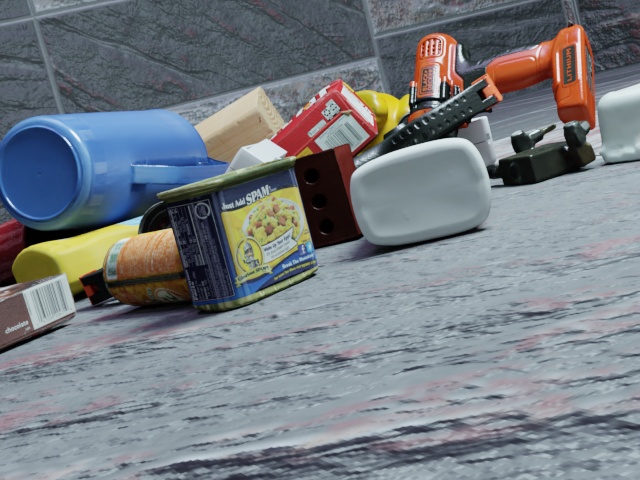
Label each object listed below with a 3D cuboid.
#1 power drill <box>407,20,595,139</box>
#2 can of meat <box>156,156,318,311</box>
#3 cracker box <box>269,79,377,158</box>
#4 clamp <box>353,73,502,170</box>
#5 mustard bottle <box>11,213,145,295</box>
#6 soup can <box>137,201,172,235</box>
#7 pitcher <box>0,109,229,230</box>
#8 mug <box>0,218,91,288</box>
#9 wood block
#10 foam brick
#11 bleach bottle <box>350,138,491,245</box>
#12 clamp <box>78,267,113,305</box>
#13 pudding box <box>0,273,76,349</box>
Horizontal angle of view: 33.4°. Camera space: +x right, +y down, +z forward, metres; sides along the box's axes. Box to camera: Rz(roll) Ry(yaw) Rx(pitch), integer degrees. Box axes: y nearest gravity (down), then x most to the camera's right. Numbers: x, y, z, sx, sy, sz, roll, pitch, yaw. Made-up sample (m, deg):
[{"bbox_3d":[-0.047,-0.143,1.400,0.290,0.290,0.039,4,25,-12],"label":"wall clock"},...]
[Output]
[{"bbox_3d":[0.178,-0.138,1.072,0.188,0.184,0.057,-6,-25,23],"label":"power drill"},{"bbox_3d":[-0.052,-0.005,0.728,0.058,0.084,0.101,-9,9,42],"label":"can of meat"},{"bbox_3d":[-0.020,-0.097,1.172,0.164,0.072,0.213,-42,7,10],"label":"cracker box"},{"bbox_3d":[0.077,-0.089,1.017,0.210,0.036,0.164,-32,-1,14],"label":"clamp"},{"bbox_3d":[-0.195,0.009,1.041,0.191,0.058,0.096,-21,3,-41],"label":"mustard bottle"},{"bbox_3d":[-0.118,-0.010,0.993,0.069,0.068,0.102,-13,6,17],"label":"soup can"},{"bbox_3d":[-0.212,-0.072,1.096,0.149,0.145,0.242,-42,-8,18],"label":"pitcher"},{"bbox_3d":[-0.305,0.021,1.128,0.082,0.093,0.117,-16,41,37],"label":"mug"},{"bbox_3d":[-0.139,-0.094,1.340,0.206,0.090,0.090,-29,22,13],"label":"wood block"},{"bbox_3d":[0.005,-0.037,0.903,0.053,0.078,0.051,-15,7,19],"label":"foam brick"},{"bbox_3d":[0.091,-0.048,0.871,0.103,0.068,0.250,-13,4,13],"label":"bleach bottle"},{"bbox_3d":[-0.119,0.010,0.876,0.171,0.039,0.120,-27,0,-1],"label":"clamp"},{"bbox_3d":[-0.256,0.063,0.808,0.090,0.039,0.113,-11,8,36],"label":"pudding box"}]
